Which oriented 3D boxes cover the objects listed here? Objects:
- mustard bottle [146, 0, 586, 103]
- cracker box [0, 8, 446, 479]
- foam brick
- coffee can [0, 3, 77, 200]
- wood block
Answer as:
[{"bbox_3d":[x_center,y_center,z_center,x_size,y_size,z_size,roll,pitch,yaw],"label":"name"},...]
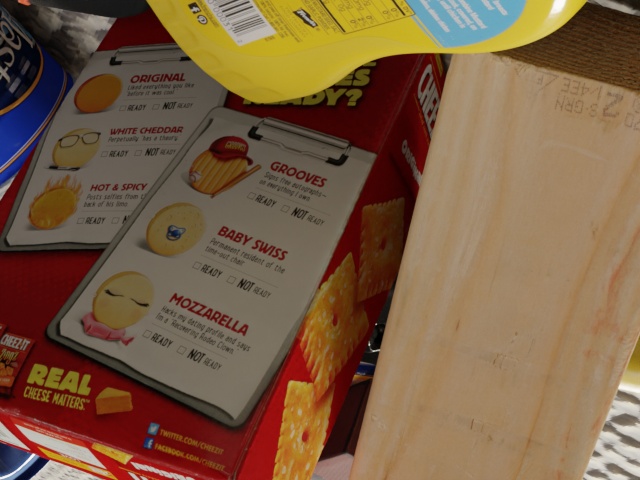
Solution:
[{"bbox_3d":[0.027,-0.097,0.307,0.192,0.058,0.096,-4,129,44],"label":"mustard bottle"},{"bbox_3d":[-0.053,0.001,0.463,0.164,0.213,0.072,11,150,25],"label":"cracker box"},{"bbox_3d":[0.040,0.128,0.653,0.078,0.053,0.051,33,146,-17],"label":"foam brick"},{"bbox_3d":[-0.206,-0.094,0.544,0.103,0.102,0.140,-3,140,41],"label":"coffee can"},{"bbox_3d":[0.080,0.017,0.421,0.090,0.090,0.206,18,121,11],"label":"wood block"}]
